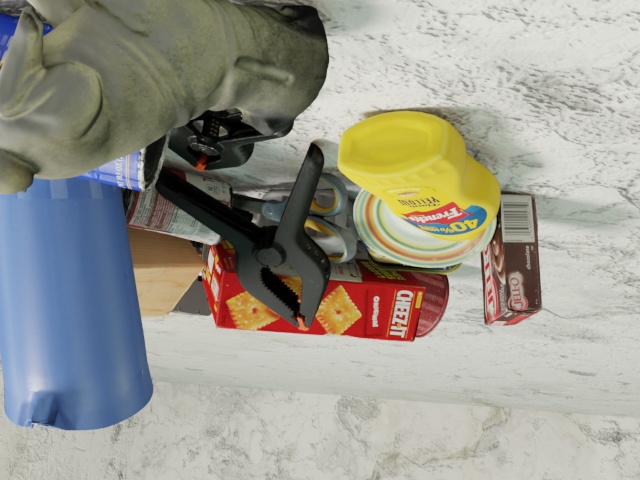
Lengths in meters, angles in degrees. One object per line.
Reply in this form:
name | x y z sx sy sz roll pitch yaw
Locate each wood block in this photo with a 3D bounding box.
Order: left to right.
wood block | -0.235 0.024 1.105 0.205 0.091 0.090 0 136 -52

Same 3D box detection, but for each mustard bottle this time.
mustard bottle | 0.097 -0.043 0.891 0.096 0.058 0.191 -5 159 28

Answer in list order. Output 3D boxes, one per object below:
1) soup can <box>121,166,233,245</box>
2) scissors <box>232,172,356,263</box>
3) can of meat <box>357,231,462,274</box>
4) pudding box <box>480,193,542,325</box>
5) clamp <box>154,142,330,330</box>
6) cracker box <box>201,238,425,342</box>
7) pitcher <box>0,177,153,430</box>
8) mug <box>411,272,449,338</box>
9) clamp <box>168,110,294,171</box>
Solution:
soup can | -0.146 -0.037 1.069 0.102 0.068 0.069 13 166 -21
scissors | -0.039 -0.045 1.052 0.202 0.096 0.016 32 -144 33
can of meat | 0.092 -0.006 1.084 0.102 0.057 0.084 4 164 14
pudding box | 0.179 0.020 1.014 0.039 0.113 0.090 2 167 -5
clamp | -0.057 0.001 1.003 0.165 0.036 0.210 -1 130 18
cracker box | -0.015 0.047 1.154 0.213 0.072 0.164 6 -165 -14
pitcher | -0.220 0.031 0.936 0.144 0.243 0.149 -14 -156 -31
mug | 0.095 0.059 1.320 0.081 0.093 0.117 20 -161 -26
clamp | -0.080 -0.089 0.867 0.120 0.039 0.171 20 169 3
